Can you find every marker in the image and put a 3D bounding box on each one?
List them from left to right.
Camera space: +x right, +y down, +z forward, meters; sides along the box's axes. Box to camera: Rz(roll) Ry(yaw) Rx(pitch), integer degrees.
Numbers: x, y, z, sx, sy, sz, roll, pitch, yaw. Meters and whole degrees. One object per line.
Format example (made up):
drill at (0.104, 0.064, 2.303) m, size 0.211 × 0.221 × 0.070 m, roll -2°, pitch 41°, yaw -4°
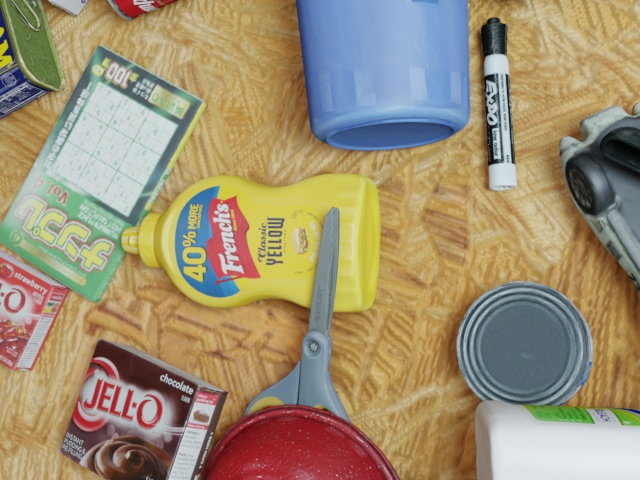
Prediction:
marker at (0.123, -0.095, 0.737) m, size 0.020 × 0.020 × 0.121 m, roll -5°, pitch 80°, yaw 19°

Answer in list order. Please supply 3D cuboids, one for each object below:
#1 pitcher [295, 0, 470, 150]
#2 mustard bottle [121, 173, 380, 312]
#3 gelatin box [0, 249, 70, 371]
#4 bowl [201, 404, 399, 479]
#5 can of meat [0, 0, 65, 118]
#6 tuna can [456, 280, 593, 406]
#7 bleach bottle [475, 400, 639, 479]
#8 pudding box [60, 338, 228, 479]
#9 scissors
pitcher at (0.044, -0.191, 0.717) m, size 0.145 × 0.149 × 0.243 m, roll -6°, pitch 83°, yaw 19°
mustard bottle at (-0.055, 0.001, 0.766) m, size 0.192 × 0.058 × 0.096 m, roll 1°, pitch 89°, yaw 20°
gelatin box at (-0.253, 0.051, 0.844) m, size 0.089 × 0.030 × 0.073 m, roll 26°, pitch 91°, yaw 21°
bowl at (-0.023, 0.194, 0.708) m, size 0.162 × 0.055 × 0.162 m, roll 2°, pitch 96°, yaw 24°
can of meat at (-0.266, -0.151, 0.866) m, size 0.084 × 0.057 × 0.102 m, roll -25°, pitch 74°, yaw 18°
tuna can at (0.134, 0.071, 0.699) m, size 0.086 × 0.033 × 0.086 m, roll -3°, pitch 81°, yaw 19°
bleach bottle at (0.221, 0.128, 0.624) m, size 0.251 × 0.102 × 0.068 m, roll -2°, pitch 89°, yaw 3°
pudding box at (-0.129, 0.131, 0.771) m, size 0.114 × 0.039 × 0.090 m, roll 17°, pitch 88°, yaw 35°
scissors at (-0.018, 0.078, 0.732) m, size 0.096 × 0.016 × 0.202 m, roll -2°, pitch 100°, yaw 29°
